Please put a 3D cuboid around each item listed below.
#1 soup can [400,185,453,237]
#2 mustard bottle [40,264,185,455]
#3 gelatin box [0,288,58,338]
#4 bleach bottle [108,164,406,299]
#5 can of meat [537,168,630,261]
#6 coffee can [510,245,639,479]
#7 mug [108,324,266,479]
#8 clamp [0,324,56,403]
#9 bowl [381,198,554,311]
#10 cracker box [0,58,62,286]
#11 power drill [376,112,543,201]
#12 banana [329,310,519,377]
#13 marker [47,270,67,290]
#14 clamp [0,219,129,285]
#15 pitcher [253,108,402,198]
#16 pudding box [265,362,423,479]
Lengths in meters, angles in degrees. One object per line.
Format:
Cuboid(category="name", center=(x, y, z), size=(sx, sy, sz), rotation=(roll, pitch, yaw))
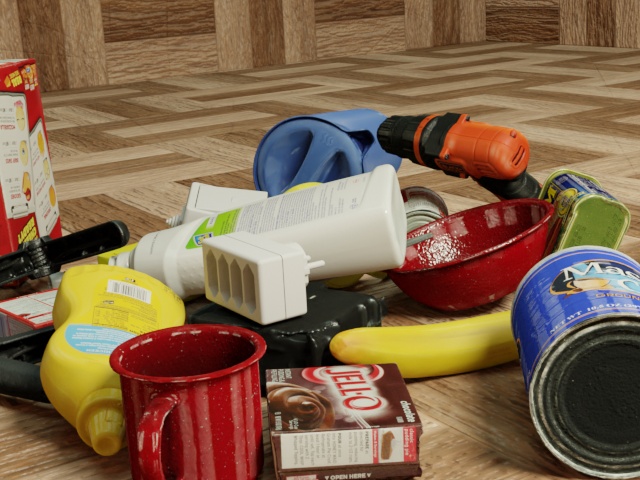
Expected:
Cuboid(category="soup can", center=(0.097, -0.010, 1.058), size=(0.068, 0.068, 0.102), rotation=(-2, 15, 3))
Cuboid(category="mustard bottle", center=(-0.142, 0.084, 0.735), size=(0.096, 0.058, 0.191), rotation=(19, 20, -16))
Cuboid(category="gelatin box", center=(-0.229, 0.068, 0.908), size=(0.073, 0.030, 0.089), rotation=(-15, 19, -40))
Cuboid(category="bleach bottle", center=(-0.056, 0.001, 0.903), size=(0.251, 0.068, 0.102), rotation=(-10, 25, 12))
Cuboid(category="can of meat", center=(0.222, -0.003, 0.940), size=(0.057, 0.102, 0.084), rotation=(17, 15, -10))
Cuboid(category="coffee can", center=(0.176, 0.071, 0.669), size=(0.103, 0.103, 0.140), rotation=(-2, 15, 6))
Cuboid(category="mug", center=(-0.079, 0.106, 0.630), size=(0.093, 0.081, 0.117), rotation=(0, 15, 12))
Cuboid(category="clamp", center=(-0.251, 0.091, 0.810), size=(0.171, 0.039, 0.120), rotation=(-1, 12, 11))
Cuboid(category="bowl", center=(0.130, 0.018, 0.926), size=(0.162, 0.055, 0.162), rotation=(-19, 12, 4))
Cuboid(category="cracker box", center=(-0.337, -0.075, 1.110), size=(0.072, 0.214, 0.164), rotation=(-4, 15, 4))
Cuboid(category="power drill", center=(0.161, -0.059, 1.050), size=(0.187, 0.057, 0.185), rotation=(35, -10, -38))
Cuboid(category="banana", center=(0.095, 0.071, 0.770), size=(0.197, 0.070, 0.037), rotation=(-8, 55, -17))
Cuboid(category="marker", center=(-0.209, 0.032, 1.060), size=(0.120, 0.020, 0.020), rotation=(-10, 17, -26))
Cuboid(category="clamp", center=(-0.266, 0.019, 0.974), size=(0.164, 0.036, 0.210), rotation=(-18, 5, -18))
Cuboid(category="pitcher", center=(0.013, -0.092, 1.300), size=(0.149, 0.145, 0.242), rotation=(15, 16, 15))
Cuboid(category="pudding box", center=(0.012, 0.112, 0.671), size=(0.090, 0.039, 0.113), rotation=(-4, 15, -4))
